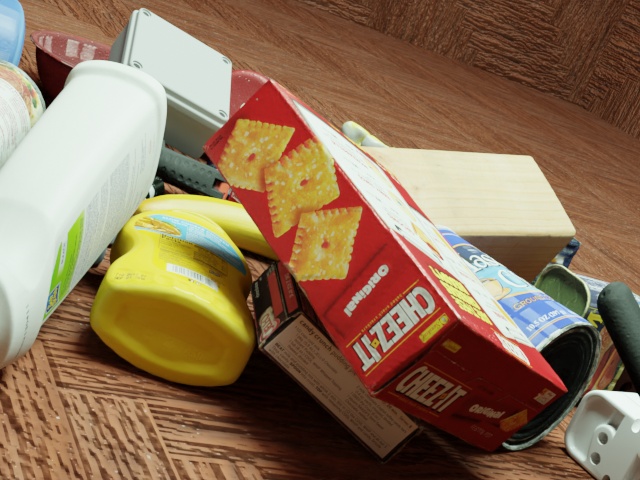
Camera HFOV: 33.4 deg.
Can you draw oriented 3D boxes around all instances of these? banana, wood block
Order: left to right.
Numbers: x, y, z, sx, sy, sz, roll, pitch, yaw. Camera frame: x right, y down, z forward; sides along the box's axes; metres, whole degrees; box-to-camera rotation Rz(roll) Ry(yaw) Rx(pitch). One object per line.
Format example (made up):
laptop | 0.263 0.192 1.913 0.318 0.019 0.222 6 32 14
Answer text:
banana | -0.054 -0.003 0.866 0.197 0.037 0.069 20 15 -11
wood block | 0.094 -0.013 0.876 0.205 0.091 0.090 0 52 -34

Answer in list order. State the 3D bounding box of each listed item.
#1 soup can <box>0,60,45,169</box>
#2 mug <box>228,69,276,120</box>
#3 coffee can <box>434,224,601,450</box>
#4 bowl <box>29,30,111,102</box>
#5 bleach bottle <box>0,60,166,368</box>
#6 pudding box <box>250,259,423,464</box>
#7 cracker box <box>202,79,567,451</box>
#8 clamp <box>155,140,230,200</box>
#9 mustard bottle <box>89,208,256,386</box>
soup can | -0.209 -0.060 0.623 0.068 0.069 0.102 22 26 -6
mug | -0.088 -0.127 1.103 0.117 0.093 0.081 -20 0 3
coffee can | 0.111 0.066 0.758 0.102 0.103 0.140 5 25 -47
bowl | -0.222 -0.155 1.078 0.162 0.055 0.162 21 17 -7
bleach bottle | -0.155 -0.011 0.592 0.068 0.103 0.250 15 30 2
pudding box | 0.008 0.070 0.651 0.113 0.039 0.090 43 11 -19
cracker box | 0.038 0.017 0.657 0.164 0.072 0.214 32 18 -52
clamp | -0.159 -0.078 0.934 0.171 0.039 0.120 21 8 -3
mustard bottle | -0.091 0.023 0.696 0.096 0.058 0.191 22 17 -12
